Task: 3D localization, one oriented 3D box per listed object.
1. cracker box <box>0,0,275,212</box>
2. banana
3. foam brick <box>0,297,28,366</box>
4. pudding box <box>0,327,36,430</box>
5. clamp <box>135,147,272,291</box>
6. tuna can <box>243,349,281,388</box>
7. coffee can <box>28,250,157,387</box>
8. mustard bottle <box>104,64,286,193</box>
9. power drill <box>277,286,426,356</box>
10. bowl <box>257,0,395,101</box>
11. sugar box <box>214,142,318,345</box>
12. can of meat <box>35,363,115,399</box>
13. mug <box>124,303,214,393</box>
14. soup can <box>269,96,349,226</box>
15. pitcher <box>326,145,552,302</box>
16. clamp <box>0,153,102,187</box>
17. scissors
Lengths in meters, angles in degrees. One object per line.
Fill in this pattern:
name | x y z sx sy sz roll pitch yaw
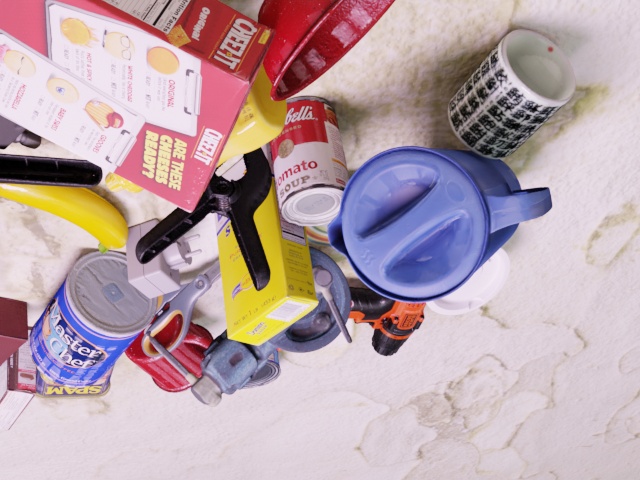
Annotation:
cracker box | -0.159 -0.134 0.792 0.213 0.072 0.164 27 142 -5
banana | -0.249 -0.029 1.059 0.070 0.037 0.197 -22 148 19
foam brick | -0.378 0.105 1.232 0.052 0.051 0.078 17 140 -37
pudding box | -0.379 0.168 1.300 0.039 0.090 0.114 9 144 -28
clamp | -0.081 -0.031 0.969 0.120 0.171 0.039 23 152 0
tuna can | -0.097 0.167 1.438 0.086 0.034 0.086 -7 150 -5
coffee can | -0.255 0.090 1.192 0.102 0.103 0.141 9 145 -30
mustard bottle | -0.118 -0.092 0.931 0.192 0.096 0.058 -29 146 28
power drill | 0.036 0.096 1.337 0.187 0.057 0.185 -4 146 -16
bowl | 0.003 -0.182 0.812 0.162 0.055 0.162 -44 177 -3
sugar box | -0.057 0.001 1.028 0.048 0.176 0.093 16 140 -40
can of meat | -0.307 0.154 1.332 0.102 0.057 0.084 2 145 -20
mug | -0.176 0.126 1.284 0.117 0.093 0.081 2 152 28
soup can | -0.011 -0.073 0.990 0.068 0.102 0.068 -7 150 -4
pitcher | 0.127 -0.027 0.998 0.145 0.149 0.242 -58 166 18
clamp | -0.317 -0.070 0.922 0.210 0.036 0.164 -3 167 14
scissors | -0.152 0.042 1.213 0.202 0.096 0.016 -54 162 12
